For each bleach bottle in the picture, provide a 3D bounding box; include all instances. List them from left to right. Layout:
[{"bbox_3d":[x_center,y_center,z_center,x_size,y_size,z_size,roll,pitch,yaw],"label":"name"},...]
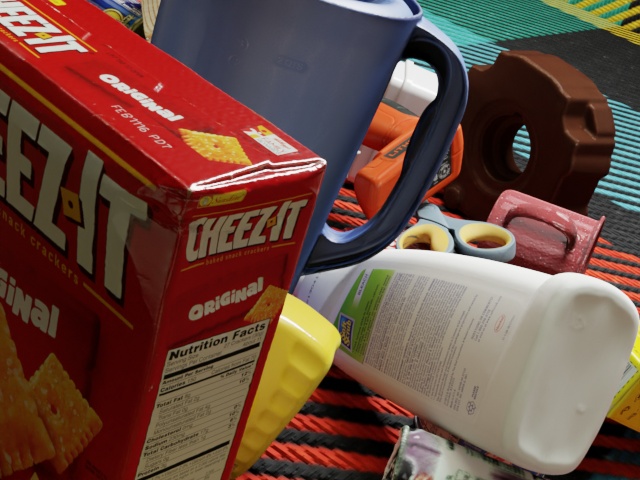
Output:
[{"bbox_3d":[0.058,0.044,0.617,0.068,0.102,0.251,23,-1,-33],"label":"bleach bottle"}]

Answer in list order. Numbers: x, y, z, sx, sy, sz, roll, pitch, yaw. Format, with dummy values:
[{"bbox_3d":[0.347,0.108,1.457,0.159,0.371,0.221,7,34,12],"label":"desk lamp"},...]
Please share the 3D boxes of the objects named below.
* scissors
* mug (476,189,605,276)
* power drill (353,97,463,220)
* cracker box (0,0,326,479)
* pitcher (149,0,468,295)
[{"bbox_3d":[0.103,-0.017,0.831,0.096,0.016,0.201,0,22,10],"label":"scissors"},{"bbox_3d":[0.169,0.005,0.836,0.081,0.093,0.117,22,-19,15],"label":"mug"},{"bbox_3d":[0.006,-0.085,0.859,0.184,0.057,0.188,-35,52,-24],"label":"power drill"},{"bbox_3d":[-0.103,0.028,0.427,0.164,0.214,0.071,36,33,30],"label":"cracker box"},{"bbox_3d":[-0.037,-0.039,0.589,0.144,0.243,0.149,-4,34,-44],"label":"pitcher"}]
